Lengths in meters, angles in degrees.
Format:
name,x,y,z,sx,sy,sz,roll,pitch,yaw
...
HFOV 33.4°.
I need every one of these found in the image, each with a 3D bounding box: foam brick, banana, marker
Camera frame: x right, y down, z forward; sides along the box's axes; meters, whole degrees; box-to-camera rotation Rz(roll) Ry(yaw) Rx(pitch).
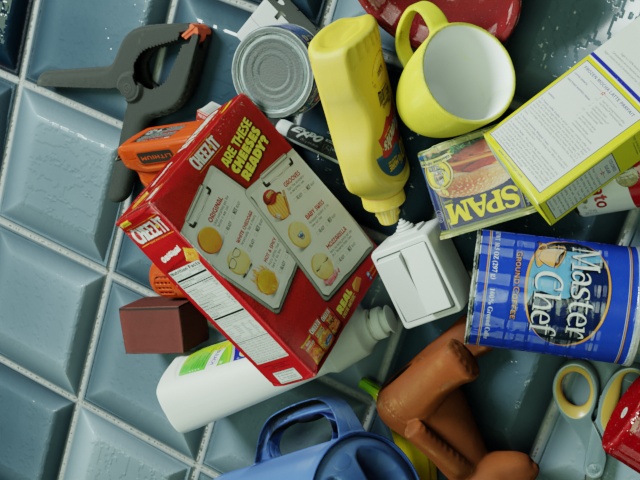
name,x,y,z,sx,sy,sz,roll,pitch,yaw
foam brick,-0.167,0.089,1.142,0.078,0.052,0.051,-3,100,27
banana,0.086,0.231,1.066,0.070,0.037,0.198,-1,100,43
marker,-0.013,-0.099,1.046,0.121,0.020,0.020,26,111,18

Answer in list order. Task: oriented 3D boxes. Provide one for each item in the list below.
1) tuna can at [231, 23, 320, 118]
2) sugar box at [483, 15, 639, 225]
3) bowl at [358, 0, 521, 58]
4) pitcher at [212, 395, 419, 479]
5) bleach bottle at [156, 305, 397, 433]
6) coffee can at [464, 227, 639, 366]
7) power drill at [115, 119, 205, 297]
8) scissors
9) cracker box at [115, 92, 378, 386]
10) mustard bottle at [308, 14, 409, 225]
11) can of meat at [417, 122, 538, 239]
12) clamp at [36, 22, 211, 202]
name,x,y,z,sx,sy,sz,roll,pitch,yaw
tuna can,-0.037,-0.155,0.978,0.086,0.033,0.086,6,105,22
sugar box,0.230,-0.102,0.868,0.176,0.048,0.093,-35,52,6
bowl,0.104,-0.235,0.916,0.162,0.055,0.162,22,149,14
pitcher,-0.024,0.258,1.041,0.145,0.149,0.243,43,143,-18
bleach bottle,-0.039,0.116,1.073,0.251,0.102,0.068,-23,103,21
coffee can,0.199,0.048,0.914,0.140,0.102,0.103,7,105,8
power drill,-0.114,-0.024,1.064,0.185,0.057,0.187,-3,114,30
scissors,0.240,0.195,0.993,0.096,0.016,0.202,26,110,15
cracker box,-0.056,0.001,0.967,0.213,0.164,0.072,48,139,-16
mustard bottle,0.042,-0.100,0.970,0.058,0.096,0.191,-5,119,21
can of meat,0.146,-0.056,0.961,0.102,0.057,0.084,-17,91,27
clamp,-0.188,-0.147,1.107,0.210,0.036,0.164,-29,88,27
